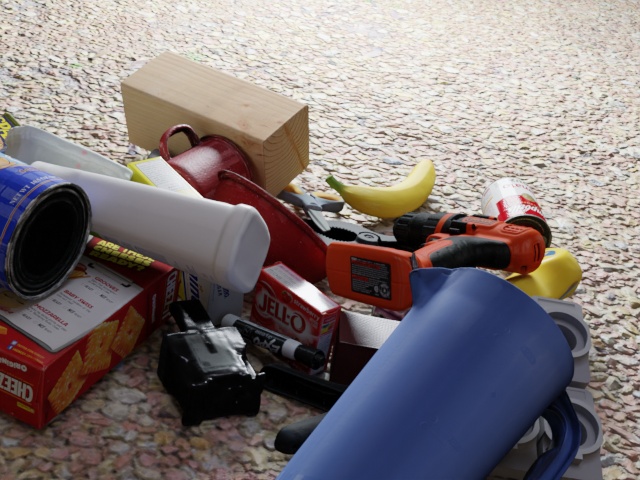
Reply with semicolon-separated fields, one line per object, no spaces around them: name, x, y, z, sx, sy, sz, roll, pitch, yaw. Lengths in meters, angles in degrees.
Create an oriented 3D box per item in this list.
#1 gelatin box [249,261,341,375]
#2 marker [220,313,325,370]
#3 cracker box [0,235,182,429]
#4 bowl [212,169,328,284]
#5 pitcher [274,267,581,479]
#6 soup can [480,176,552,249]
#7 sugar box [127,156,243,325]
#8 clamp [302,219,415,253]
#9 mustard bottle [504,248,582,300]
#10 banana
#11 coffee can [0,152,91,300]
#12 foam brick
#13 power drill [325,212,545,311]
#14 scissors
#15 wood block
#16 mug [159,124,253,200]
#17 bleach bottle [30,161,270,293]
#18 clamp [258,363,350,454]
gelatin box;-0.026;0.073;0.994;0.030;0.073;0.089;-18;42;-43
marker;-0.043;0.093;0.980;0.121;0.020;0.020;17;26;38
cracker box;-0.245;0.058;0.938;0.164;0.072;0.213;21;30;16
bowl;-0.057;0.001;1.074;0.162;0.162;0.055;32;76;31
pitcher;0.078;0.150;0.788;0.149;0.145;0.242;22;55;37
soup can;0.231;-0.024;1.272;0.068;0.068;0.102;9;29;-7
sugar box;-0.137;-0.001;1.060;0.048;0.093;0.176;-14;38;-30
clamp;0.053;0.016;1.156;0.210;0.036;0.164;12;21;2
mustard bottle;0.219;0.052;1.108;0.191;0.096;0.058;-25;76;-49
banana;0.090;-0.062;1.292;0.197;0.037;0.069;-12;74;-48
coffee can;-0.278;-0.024;0.887;0.140;0.103;0.102;23;31;20
foam brick;0.050;0.106;0.990;0.078;0.051;0.053;11;30;-2
power drill;0.096;0.012;1.043;0.187;0.057;0.185;-17;17;-40
scissors;0.006;-0.034;1.205;0.096;0.016;0.202;7;14;-26
wood block;-0.122;-0.136;1.242;0.206;0.091;0.090;24;47;25
mug;-0.138;-0.070;1.166;0.093;0.117;0.081;-13;15;41
bleach bottle;-0.174;-0.023;0.939;0.251;0.068;0.102;17;-12;13
clamp;0.027;0.144;0.930;0.171;0.039;0.120;4;28;-22
